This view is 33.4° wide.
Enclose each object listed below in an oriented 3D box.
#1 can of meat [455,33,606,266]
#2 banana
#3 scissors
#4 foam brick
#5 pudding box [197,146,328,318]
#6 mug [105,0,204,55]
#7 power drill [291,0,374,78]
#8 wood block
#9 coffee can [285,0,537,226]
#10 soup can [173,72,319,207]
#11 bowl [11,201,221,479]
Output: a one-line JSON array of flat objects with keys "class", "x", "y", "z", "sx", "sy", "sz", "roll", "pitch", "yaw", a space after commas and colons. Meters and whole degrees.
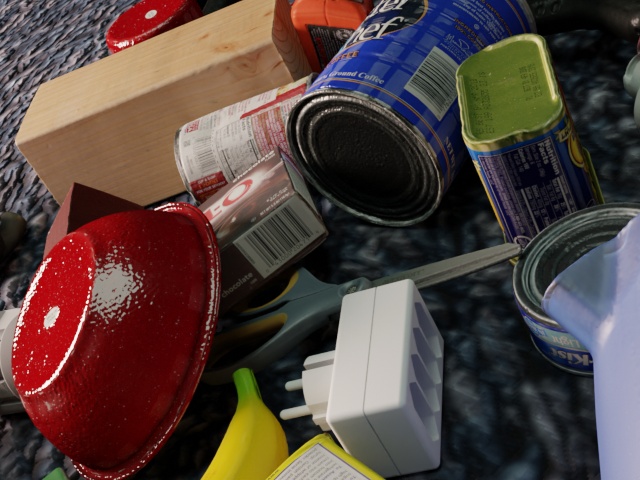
[{"class": "can of meat", "x": 0.111, "y": -0.049, "z": 0.569, "sx": 0.057, "sy": 0.084, "sz": 0.102, "roll": -19, "pitch": 35, "yaw": 16}, {"class": "banana", "x": -0.076, "y": 0.145, "z": 0.492, "sx": 0.070, "sy": 0.037, "sz": 0.197, "roll": 20, "pitch": 55, "yaw": 45}, {"class": "scissors", "x": 0.014, "y": 0.022, "z": 0.586, "sx": 0.202, "sy": 0.016, "sz": 0.096, "roll": -27, "pitch": 28, "yaw": 18}, {"class": "foam brick", "x": -0.150, "y": 0.008, "z": 0.700, "sx": 0.051, "sy": 0.053, "sz": 0.078, "roll": -58, "pitch": 22, "yaw": 27}, {"class": "pudding box", "x": -0.054, "y": 0.001, "z": 0.644, "sx": 0.113, "sy": 0.039, "sz": 0.090, "roll": -35, "pitch": 24, "yaw": 6}, {"class": "mug", "x": -0.132, "y": -0.146, "z": 0.882, "sx": 0.093, "sy": 0.081, "sz": 0.117, "roll": 15, "pitch": 53, "yaw": 47}, {"class": "power drill", "x": 0.041, "y": -0.198, "z": 0.778, "sx": 0.057, "sy": 0.184, "sz": 0.187, "roll": 7, "pitch": 65, "yaw": 20}, {"class": "wood block", "x": -0.106, "y": -0.096, "z": 0.789, "sx": 0.206, "sy": 0.090, "sz": 0.090, "roll": -19, "pitch": 34, "yaw": 16}, {"class": "coffee can", "x": 0.058, "y": -0.092, "z": 0.649, "sx": 0.103, "sy": 0.102, "sz": 0.140, "roll": 4, "pitch": 46, "yaw": 40}, {"class": "soup can", "x": -0.038, "y": -0.062, "z": 0.713, "sx": 0.102, "sy": 0.068, "sz": 0.068, "roll": -19, "pitch": 35, "yaw": 16}, {"class": "bowl", "x": -0.121, "y": 0.046, "z": 0.578, "sx": 0.162, "sy": 0.055, "sz": 0.162, "roll": -31, "pitch": 48, "yaw": 42}]
